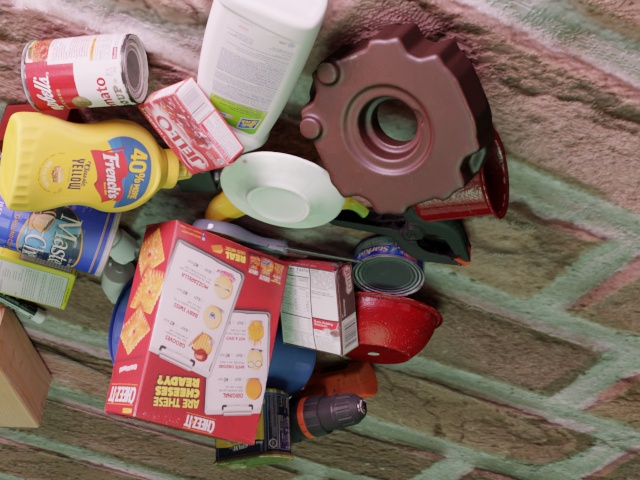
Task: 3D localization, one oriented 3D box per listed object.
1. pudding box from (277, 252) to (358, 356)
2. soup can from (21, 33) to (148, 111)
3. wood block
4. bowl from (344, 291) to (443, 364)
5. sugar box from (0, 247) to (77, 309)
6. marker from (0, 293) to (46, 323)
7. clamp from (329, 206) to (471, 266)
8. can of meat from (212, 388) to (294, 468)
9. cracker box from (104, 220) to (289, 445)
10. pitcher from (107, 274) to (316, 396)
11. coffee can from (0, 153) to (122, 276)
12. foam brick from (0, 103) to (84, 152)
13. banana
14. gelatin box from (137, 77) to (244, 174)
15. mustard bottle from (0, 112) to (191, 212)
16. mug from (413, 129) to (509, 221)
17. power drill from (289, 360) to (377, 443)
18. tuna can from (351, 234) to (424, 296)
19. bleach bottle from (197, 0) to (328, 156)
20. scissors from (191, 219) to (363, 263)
[{"bbox_3d":[-0.005,0.074,1.261,0.090,0.039,0.113,9,114,33],"label":"pudding box"},{"bbox_3d":[-0.222,-0.160,1.015,0.102,0.068,0.068,-2,143,11],"label":"soup can"},{"bbox_3d":[-0.457,0.175,1.493,0.091,0.090,0.206,1,143,8],"label":"wood block"},{"bbox_3d":[0.069,0.115,1.320,0.162,0.055,0.162,7,160,3],"label":"bowl"},{"bbox_3d":[-0.390,0.026,1.317,0.176,0.048,0.093,19,143,-10],"label":"sugar box"},{"bbox_3d":[-0.416,0.075,1.410,0.020,0.020,0.121,-25,133,36],"label":"marker"},{"bbox_3d":[0.091,-0.017,1.184,0.171,0.039,0.120,38,141,-26],"label":"clamp"},{"bbox_3d":[-0.084,0.232,1.312,0.102,0.084,0.057,-17,157,34],"label":"can of meat"},{"bbox_3d":[-0.134,0.104,1.179,0.164,0.213,0.072,22,162,-38],"label":"cracker box"},{"bbox_3d":[-0.123,0.115,1.309,0.242,0.145,0.149,16,150,-36],"label":"pitcher"},{"bbox_3d":[-0.296,-0.028,1.177,0.140,0.102,0.103,17,143,-14],"label":"coffee can"},{"bbox_3d":[-0.288,-0.108,1.110,0.078,0.051,0.053,-1,142,11],"label":"foam brick"},{"bbox_3d":[-0.050,-0.043,1.157,0.198,0.037,0.069,0,132,25],"label":"banana"},{"bbox_3d":[-0.124,-0.107,1.022,0.073,0.030,0.089,-6,126,53],"label":"gelatin box"},{"bbox_3d":[-0.219,-0.075,1.073,0.191,0.058,0.096,0,117,-31],"label":"mustard bottle"},{"bbox_3d":[0.132,-0.067,1.061,0.082,0.093,0.117,-6,158,25],"label":"mug"},{"bbox_3d":[0.005,0.211,1.402,0.185,0.057,0.187,-15,-177,28],"label":"power drill"},{"bbox_3d":[0.080,0.030,1.252,0.086,0.033,0.086,5,144,3],"label":"tuna can"},{"bbox_3d":[-0.076,-0.155,1.004,0.102,0.068,0.251,22,145,-8],"label":"bleach bottle"},{"bbox_3d":[-0.058,0.001,1.198,0.202,0.016,0.096,7,167,15],"label":"scissors"}]
